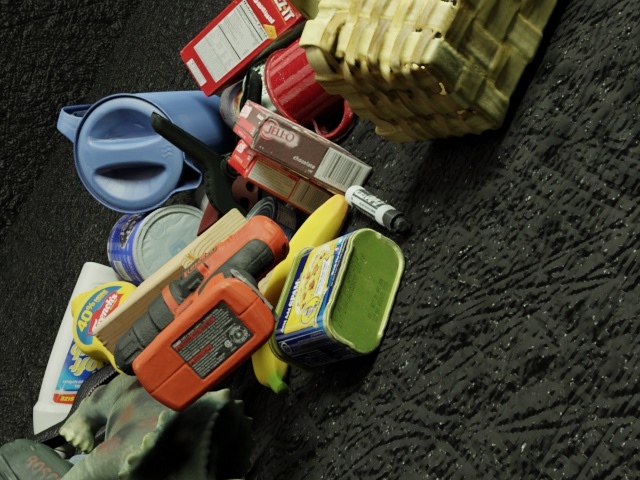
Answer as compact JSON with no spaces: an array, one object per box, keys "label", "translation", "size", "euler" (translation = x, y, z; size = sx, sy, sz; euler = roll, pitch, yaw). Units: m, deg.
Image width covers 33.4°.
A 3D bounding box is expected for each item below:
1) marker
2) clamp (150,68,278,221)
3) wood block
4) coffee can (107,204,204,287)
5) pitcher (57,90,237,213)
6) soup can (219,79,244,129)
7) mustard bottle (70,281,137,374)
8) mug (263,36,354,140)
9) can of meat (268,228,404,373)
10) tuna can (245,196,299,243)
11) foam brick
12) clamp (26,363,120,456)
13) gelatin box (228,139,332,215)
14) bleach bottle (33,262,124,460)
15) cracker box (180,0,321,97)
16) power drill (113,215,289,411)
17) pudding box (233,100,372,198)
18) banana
[{"label":"marker","translation":[0.048,-0.025,0.889],"size":[0.020,0.020,0.121],"euler":[-60,21,4]},{"label":"clamp","translation":[-0.100,-0.081,1.100],"size":[0.120,0.171,0.039],"euler":[-15,16,-3]},{"label":"wood block","translation":[-0.127,0.064,1.041],"size":[0.207,0.091,0.090],"euler":[-34,11,50]},{"label":"coffee can","translation":[-0.185,0.010,1.253],"size":[0.103,0.102,0.140],"euler":[-65,21,-10]},{"label":"pitcher","translation":[-0.194,-0.123,1.284],"size":[0.145,0.149,0.242],"euler":[-23,5,18]},{"label":"soup can","translation":[-0.077,-0.159,1.272],"size":[0.068,0.068,0.102],"euler":[-62,20,-2]},{"label":"mustard bottle","translation":[-0.230,0.096,1.220],"size":[0.192,0.058,0.096],"euler":[18,71,46]},{"label":"mug","translation":[0.005,-0.159,1.075],"size":[0.082,0.093,0.117],"euler":[-29,66,46]},{"label":"can of meat","translation":[0.013,0.046,0.828],"size":[0.084,0.057,0.102],"euler":[-24,42,55]},{"label":"tuna can","translation":[-0.057,0.001,1.071],"size":[0.086,0.033,0.086],"euler":[-48,25,30]},{"label":"foam brick","translation":[-0.093,-0.032,1.169],"size":[0.051,0.053,0.078],"euler":[-31,37,52]},{"label":"clamp","translation":[-0.266,0.226,1.228],"size":[0.210,0.036,0.165],"euler":[-49,47,6]},{"label":"gelatin box","translation":[-0.039,-0.061,1.033],"size":[0.030,0.089,0.073],"euler":[-59,21,5]},{"label":"bleach bottle","translation":[-0.288,0.159,1.334],"size":[0.068,0.102,0.251],"euler":[-5,67,69]},{"label":"cracker box","translation":[-0.042,-0.262,1.213],"size":[0.163,0.072,0.214],"euler":[-37,5,-39]},{"label":"power drill","translation":[-0.100,0.064,0.841],"size":[0.184,0.057,0.187],"euler":[-43,13,6]},{"label":"pudding box","translation":[-0.019,-0.085,0.983],"size":[0.039,0.113,0.090],"euler":[-60,21,7]},{"label":"banana","translation":[-0.021,0.050,0.934],"size":[0.070,0.037,0.197],"euler":[-10,54,42]}]
